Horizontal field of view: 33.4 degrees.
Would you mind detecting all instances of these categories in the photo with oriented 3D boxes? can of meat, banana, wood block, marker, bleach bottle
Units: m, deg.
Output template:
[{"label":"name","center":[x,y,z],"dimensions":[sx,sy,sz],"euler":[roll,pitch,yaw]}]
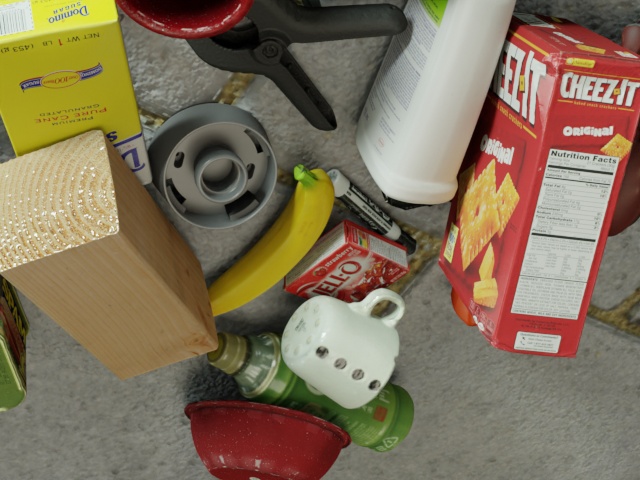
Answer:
[{"label":"can of meat","center":[-0.274,0.079,0.869],"dimensions":[0.057,0.084,0.102],"euler":[-12,131,-6]},{"label":"banana","center":[-0.039,0.000,0.893],"dimensions":[0.069,0.037,0.198],"euler":[4,139,-35]},{"label":"wood block","center":[-0.158,0.018,0.807],"dimensions":[0.091,0.090,0.206],"euler":[-19,149,5]},{"label":"marker","center":[0.045,-0.021,0.920],"dimensions":[0.020,0.020,0.121],"euler":[-38,129,16]},{"label":"bleach bottle","center":[0.098,-0.154,0.767],"dimensions":[0.068,0.102,0.251],"euler":[2,129,-24]}]

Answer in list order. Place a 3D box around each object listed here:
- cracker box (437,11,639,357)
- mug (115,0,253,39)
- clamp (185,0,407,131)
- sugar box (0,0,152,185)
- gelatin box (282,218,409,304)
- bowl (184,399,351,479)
[{"label":"cracker box","center":[0.152,-0.046,0.777],"dimensions":[0.072,0.164,0.214],"euler":[5,111,-10]},{"label":"mug","center":[-0.091,-0.197,0.676],"dimensions":[0.093,0.081,0.117],"euler":[-18,138,24]},{"label":"clamp","center":[-0.026,-0.152,0.768],"dimensions":[0.171,0.039,0.120],"euler":[24,125,-29]},{"label":"sugar box","center":[-0.175,-0.096,0.747],"dimensions":[0.093,0.048,0.176],"euler":[-11,145,-7]},{"label":"gelatin box","center":[0.021,0.025,0.931],"dimensions":[0.073,0.030,0.089],"euler":[25,135,-33]},{"label":"bowl","center":[-0.054,0.199,1.001],"dimensions":[0.162,0.055,0.162],"euler":[9,156,4]}]
